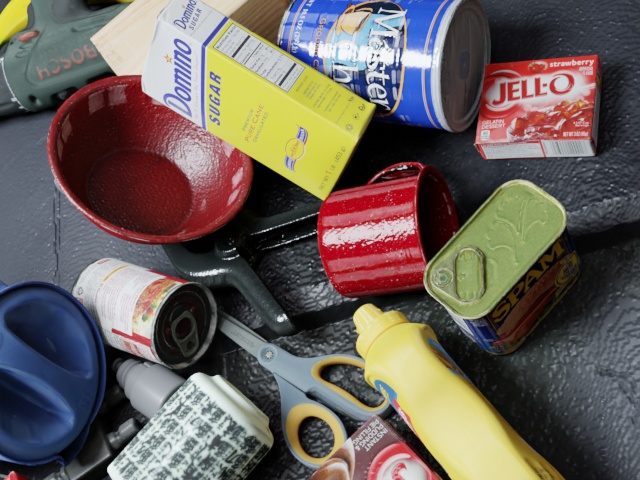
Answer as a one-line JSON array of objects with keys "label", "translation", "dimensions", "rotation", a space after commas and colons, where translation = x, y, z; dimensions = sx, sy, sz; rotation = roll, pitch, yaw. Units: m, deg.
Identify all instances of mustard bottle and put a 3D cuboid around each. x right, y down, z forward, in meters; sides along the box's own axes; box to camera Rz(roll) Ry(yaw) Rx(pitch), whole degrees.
[{"label": "mustard bottle", "translation": [0.082, 0.111, 0.702], "dimensions": [0.058, 0.096, 0.192], "rotation": [-41, 56, 1]}]

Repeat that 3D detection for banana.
[{"label": "banana", "translation": [-0.250, -0.238, 1.068], "dimensions": [0.198, 0.037, 0.069], "rotation": [-18, 78, 17]}]

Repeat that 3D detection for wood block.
[{"label": "wood block", "translation": [-0.084, -0.195, 0.935], "dimensions": [0.206, 0.090, 0.090], "rotation": [-40, 56, 1]}]

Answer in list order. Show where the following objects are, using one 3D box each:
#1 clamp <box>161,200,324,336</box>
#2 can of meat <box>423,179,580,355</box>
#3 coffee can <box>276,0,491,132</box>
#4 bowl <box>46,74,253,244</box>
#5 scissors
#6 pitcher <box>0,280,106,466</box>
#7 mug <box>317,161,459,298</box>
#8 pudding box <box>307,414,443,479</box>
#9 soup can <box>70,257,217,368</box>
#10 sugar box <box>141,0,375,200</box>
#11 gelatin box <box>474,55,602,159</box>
[{"label": "clamp", "translation": [-0.056, 0.001, 0.855], "dimensions": [0.172, 0.039, 0.120], "rotation": [22, 64, 33]}, {"label": "can of meat", "translation": [0.129, 0.022, 0.734], "dimensions": [0.102, 0.084, 0.057], "rotation": [-47, 56, -4]}, {"label": "coffee can", "translation": [0.050, -0.143, 0.842], "dimensions": [0.140, 0.102, 0.102], "rotation": [10, 69, 28]}, {"label": "bowl", "translation": [-0.138, -0.054, 0.851], "dimensions": [0.162, 0.055, 0.162], "rotation": [10, 55, -15]}, {"label": "scissors", "translation": [-0.039, 0.108, 0.806], "dimensions": [0.202, 0.016, 0.096], "rotation": [14, 72, 29]}, {"label": "pitcher", "translation": [-0.301, 0.098, 0.837], "dimensions": [0.243, 0.144, 0.149], "rotation": [-7, 74, 34]}, {"label": "mug", "translation": [0.051, -0.012, 0.787], "dimensions": [0.082, 0.093, 0.117], "rotation": [-10, 50, 25]}, {"label": "pudding box", "translation": [0.031, 0.188, 0.720], "dimensions": [0.113, 0.039, 0.090], "rotation": [-45, 56, -2]}, {"label": "soup can", "translation": [-0.140, 0.056, 0.841], "dimensions": [0.102, 0.068, 0.068], "rotation": [14, 71, 38]}, {"label": "sugar box", "translation": [-0.051, -0.110, 0.827], "dimensions": [0.176, 0.093, 0.048], "rotation": [29, 56, 0]}, {"label": "gelatin box", "translation": [0.166, -0.101, 0.812], "dimensions": [0.089, 0.030, 0.073], "rotation": [0, 65, 24]}]
